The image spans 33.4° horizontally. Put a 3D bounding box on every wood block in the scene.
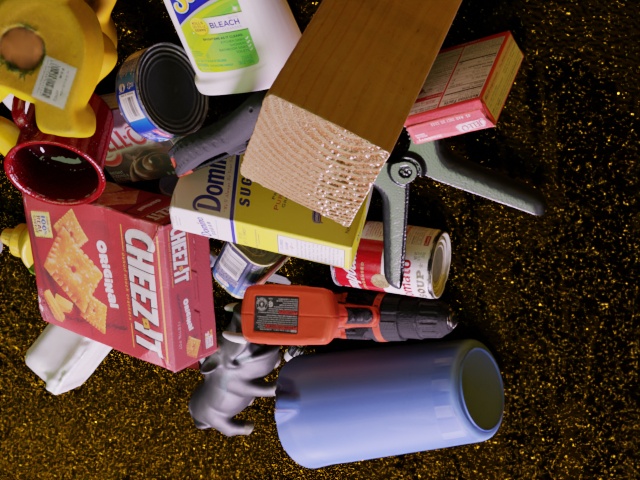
[{"bbox_3d":[0.029,-0.125,0.773,0.090,0.206,0.091,26,143,0],"label":"wood block"}]

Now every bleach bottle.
[{"bbox_3d":[-0.100,-0.235,0.841,0.103,0.068,0.250,-1,134,31],"label":"bleach bottle"}]

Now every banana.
[{"bbox_3d":[-0.316,-0.058,1.174,0.037,0.069,0.198,18,130,52],"label":"banana"}]

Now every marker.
[{"bbox_3d":[-0.017,0.110,1.242,0.020,0.020,0.121,28,143,-2],"label":"marker"}]

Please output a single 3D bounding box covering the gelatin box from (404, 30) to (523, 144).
[{"bbox_3d":[0.111,-0.118,0.830,0.073,0.089,0.030,-10,130,39],"label":"gelatin box"}]

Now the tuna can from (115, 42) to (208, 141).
[{"bbox_3d":[-0.144,-0.134,0.967,0.034,0.086,0.086,-9,131,40],"label":"tuna can"}]

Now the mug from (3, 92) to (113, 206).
[{"bbox_3d":[-0.246,-0.099,0.994,0.093,0.081,0.117,-14,139,24],"label":"mug"}]

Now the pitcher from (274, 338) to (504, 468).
[{"bbox_3d":[0.082,0.179,1.192,0.243,0.149,0.145,-14,113,37],"label":"pitcher"}]

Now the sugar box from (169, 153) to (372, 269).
[{"bbox_3d":[-0.045,-0.039,1.001,0.176,0.093,0.048,13,148,7],"label":"sugar box"}]

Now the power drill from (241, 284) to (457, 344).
[{"bbox_3d":[0.023,0.077,1.070,0.185,0.057,0.187,-2,174,29],"label":"power drill"}]

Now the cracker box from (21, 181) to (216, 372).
[{"bbox_3d":[-0.212,0.028,1.114,0.214,0.071,0.164,15,118,36],"label":"cracker box"}]

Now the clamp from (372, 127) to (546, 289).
[{"bbox_3d":[0.072,-0.059,0.937,0.165,0.036,0.210,-37,106,25],"label":"clamp"}]

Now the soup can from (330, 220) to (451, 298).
[{"bbox_3d":[0.069,0.017,1.039,0.102,0.068,0.068,8,140,22],"label":"soup can"}]

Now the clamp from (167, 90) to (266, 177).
[{"bbox_3d":[-0.074,-0.095,0.927,0.172,0.120,0.039,-24,81,27],"label":"clamp"}]

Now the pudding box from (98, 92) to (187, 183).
[{"bbox_3d":[-0.183,-0.105,1.064,0.114,0.039,0.090,-6,132,35],"label":"pudding box"}]

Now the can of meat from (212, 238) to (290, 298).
[{"bbox_3d":[-0.057,0.001,1.066,0.057,0.102,0.084,42,146,5],"label":"can of meat"}]
